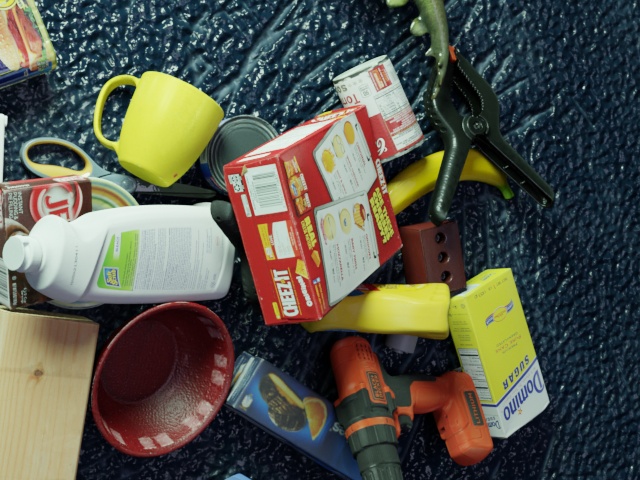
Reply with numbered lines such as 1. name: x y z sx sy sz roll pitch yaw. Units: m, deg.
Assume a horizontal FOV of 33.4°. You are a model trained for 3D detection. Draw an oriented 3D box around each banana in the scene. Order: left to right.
1. banana: 0.142 -0.068 1.220 0.197 0.037 0.069 -10 93 -24

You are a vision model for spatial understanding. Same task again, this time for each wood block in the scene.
1. wood block: -0.275 0.171 1.004 0.090 0.090 0.206 10 87 -24

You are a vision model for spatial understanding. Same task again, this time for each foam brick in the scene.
1. foam brick: 0.126 0.019 1.207 0.052 0.051 0.078 -13 96 -25

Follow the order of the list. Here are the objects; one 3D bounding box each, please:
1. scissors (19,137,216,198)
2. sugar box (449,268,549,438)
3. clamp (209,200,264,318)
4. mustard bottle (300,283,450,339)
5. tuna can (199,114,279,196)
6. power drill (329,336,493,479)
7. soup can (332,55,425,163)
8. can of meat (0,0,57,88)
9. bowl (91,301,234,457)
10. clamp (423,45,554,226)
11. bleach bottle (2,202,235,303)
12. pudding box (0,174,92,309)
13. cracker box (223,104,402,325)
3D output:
1. scissors: -0.209 -0.040 1.070 0.201 0.016 0.096 22 84 -24
2. sugar box: 0.205 0.130 1.240 0.093 0.048 0.176 -27 101 -38
3. clamp: -0.057 0.001 1.086 0.120 0.039 0.171 -53 139 -43
4. mustard bottle: 0.041 0.072 1.136 0.191 0.096 0.058 2 96 5
5. tuna can: -0.083 -0.087 1.117 0.086 0.034 0.086 -1 92 -25
6. power drill: 0.100 0.197 1.144 0.187 0.057 0.184 15 49 -39
7. soup can: 0.064 -0.142 1.165 0.068 0.069 0.102 -30 103 -21
8. can of meat: -0.306 -0.192 0.999 0.083 0.058 0.102 -26 102 -25
9. bowl: -0.166 0.130 1.057 0.161 0.055 0.162 -16 115 -36
10. clamp: 0.161 -0.116 1.195 0.164 0.036 0.210 -17 80 -29
11. bleach bottle: -0.184 0.008 0.994 0.250 0.068 0.102 4 90 -54
12. pudding box: -0.256 -0.001 0.985 0.089 0.039 0.113 -12 111 -41
13. cracker box: -0.003 -0.031 1.074 0.213 0.072 0.164 -38 117 -58
